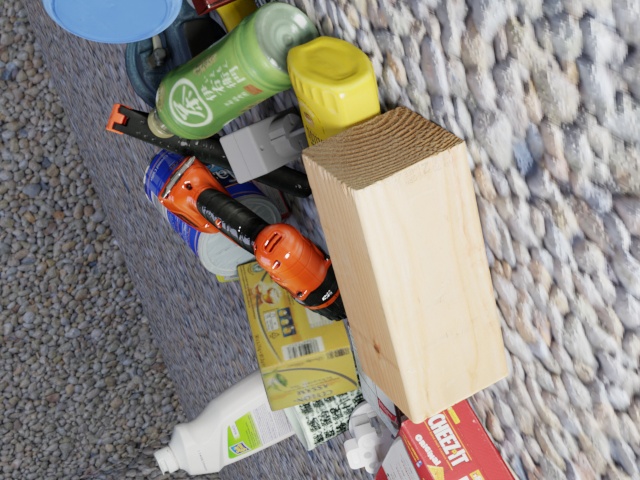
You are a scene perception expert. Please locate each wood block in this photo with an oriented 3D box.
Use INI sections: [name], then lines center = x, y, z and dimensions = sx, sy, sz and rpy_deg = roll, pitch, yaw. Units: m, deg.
[wood block]
center = 0.065, 0.019, 0.794
dimensions = 0.091, 0.090, 0.206
rpy_deg = 41, 152, 55

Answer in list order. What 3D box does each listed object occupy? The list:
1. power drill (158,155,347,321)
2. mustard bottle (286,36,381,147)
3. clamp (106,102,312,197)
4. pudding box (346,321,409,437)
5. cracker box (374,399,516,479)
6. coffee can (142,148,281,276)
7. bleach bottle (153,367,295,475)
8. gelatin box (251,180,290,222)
[power drill]
center = -0.057, 0.001, 1.036
dimensions = 0.188, 0.057, 0.184
rpy_deg = 32, 171, 29
[mustard bottle]
center = 0.024, -0.063, 0.865
dimensions = 0.096, 0.058, 0.191
rpy_deg = 47, 157, 50
[clamp]
center = -0.122, -0.099, 1.115
dimensions = 0.036, 0.209, 0.165
rpy_deg = -70, 21, 7
[pudding box]
center = 0.069, 0.138, 1.069
dimensions = 0.090, 0.039, 0.113
rpy_deg = 49, 156, 50
[cracker box]
center = 0.128, 0.253, 0.989
dimensions = 0.164, 0.072, 0.214
rpy_deg = 60, 165, 21
[coffee can]
center = -0.123, -0.041, 1.197
dimensions = 0.140, 0.102, 0.103
rpy_deg = 45, 156, 40
[bleach bottle]
center = -0.082, 0.203, 1.272
dimensions = 0.068, 0.250, 0.102
rpy_deg = 41, 152, 57
[gelatin box]
center = -0.071, -0.056, 1.252
dimensions = 0.089, 0.030, 0.073
rpy_deg = 64, 164, 5
